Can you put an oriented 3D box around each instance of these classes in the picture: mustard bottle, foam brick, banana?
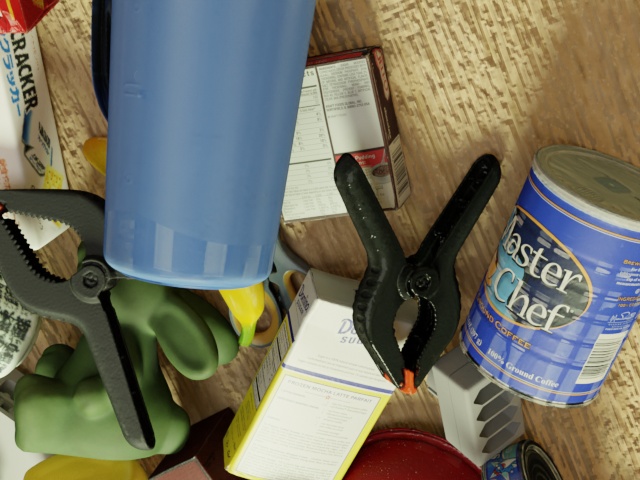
[{"bbox_3d":[-0.164,0.241,0.885,0.096,0.058,0.191,-12,138,10],"label":"mustard bottle"},{"bbox_3d":[-0.091,0.181,0.855,0.051,0.078,0.053,-30,99,26],"label":"foam brick"},{"bbox_3d":[-0.100,-0.010,0.787,0.070,0.037,0.198,-38,90,31],"label":"banana"}]

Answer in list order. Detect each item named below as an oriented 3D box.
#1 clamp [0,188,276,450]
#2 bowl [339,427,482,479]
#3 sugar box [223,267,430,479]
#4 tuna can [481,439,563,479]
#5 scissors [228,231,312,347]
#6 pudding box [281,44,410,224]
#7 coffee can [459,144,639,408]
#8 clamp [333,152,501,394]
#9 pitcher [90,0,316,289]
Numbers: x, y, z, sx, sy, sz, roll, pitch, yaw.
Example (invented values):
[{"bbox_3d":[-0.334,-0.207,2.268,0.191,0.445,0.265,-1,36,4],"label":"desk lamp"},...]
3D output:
[{"bbox_3d":[-0.158,0.038,0.753,0.210,0.036,0.164,28,92,3],"label":"clamp"},{"bbox_3d":[0.069,0.228,0.823,0.162,0.055,0.162,11,115,25],"label":"bowl"},{"bbox_3d":[0.001,0.109,0.799,0.093,0.048,0.176,17,117,-20],"label":"sugar box"},{"bbox_3d":[0.154,0.190,0.780,0.034,0.086,0.086,-28,102,24],"label":"tuna can"},{"bbox_3d":[-0.055,0.001,0.801,0.096,0.016,0.201,-26,103,25],"label":"scissors"},{"bbox_3d":[0.006,-0.072,0.739,0.090,0.039,0.113,-6,108,21],"label":"pudding box"},{"bbox_3d":[0.162,0.023,0.695,0.103,0.102,0.140,22,117,7],"label":"coffee can"},{"bbox_3d":[0.052,0.018,0.718,0.120,0.039,0.171,9,98,-18],"label":"clamp"},{"bbox_3d":[-0.079,-0.099,0.671,0.145,0.149,0.243,6,98,-9],"label":"pitcher"}]
